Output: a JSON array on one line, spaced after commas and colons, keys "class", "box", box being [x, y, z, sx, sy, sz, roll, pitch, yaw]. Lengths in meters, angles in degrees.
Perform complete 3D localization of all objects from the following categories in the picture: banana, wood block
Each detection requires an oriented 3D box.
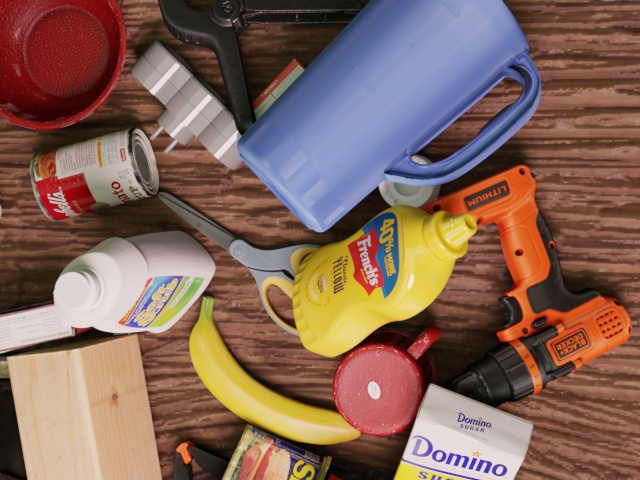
[{"class": "banana", "box": [-0.056, 0.139, 1.000, 0.198, 0.037, 0.070, 39, 100, 7]}, {"class": "wood block", "box": [-0.212, 0.198, 0.992, 0.090, 0.090, 0.206, -9, 90, 29]}]

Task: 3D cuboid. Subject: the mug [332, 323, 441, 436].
[{"class": "mug", "box": [0.064, 0.120, 0.955, 0.117, 0.081, 0.093, -44, 84, 8]}]

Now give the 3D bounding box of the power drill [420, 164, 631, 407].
[{"class": "power drill", "box": [0.157, 0.042, 0.929, 0.184, 0.057, 0.187, -24, 88, -13]}]

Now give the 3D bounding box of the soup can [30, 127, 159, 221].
[{"class": "soup can", "box": [-0.212, -0.063, 1.008, 0.102, 0.068, 0.068, -14, 89, 10]}]

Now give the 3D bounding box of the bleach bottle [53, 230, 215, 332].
[{"class": "bleach bottle", "box": [-0.167, 0.041, 0.910, 0.068, 0.250, 0.102, 44, 98, 6]}]

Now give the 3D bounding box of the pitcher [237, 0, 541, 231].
[{"class": "pitcher", "box": [0.056, -0.117, 0.904, 0.243, 0.149, 0.145, -44, 119, -1]}]

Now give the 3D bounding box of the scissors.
[{"class": "scissors", "box": [-0.057, 0.001, 1.008, 0.096, 0.016, 0.202, -41, 85, 7]}]

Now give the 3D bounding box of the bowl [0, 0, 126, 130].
[{"class": "bowl", "box": [-0.253, -0.184, 1.019, 0.162, 0.055, 0.162, 0, 91, 10]}]

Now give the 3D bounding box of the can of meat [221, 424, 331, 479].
[{"class": "can of meat", "box": [-0.049, 0.229, 0.972, 0.084, 0.057, 0.102, 24, 71, 0]}]

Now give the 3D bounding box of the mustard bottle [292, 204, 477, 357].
[{"class": "mustard bottle", "box": [0.056, 0.024, 0.899, 0.192, 0.058, 0.096, -31, 47, 41]}]

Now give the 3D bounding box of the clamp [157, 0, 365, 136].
[{"class": "clamp", "box": [-0.084, -0.195, 0.979, 0.210, 0.036, 0.164, 31, 77, 16]}]

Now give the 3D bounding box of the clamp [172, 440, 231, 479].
[{"class": "clamp", "box": [-0.095, 0.273, 1.006, 0.120, 0.039, 0.171, -39, 81, -11]}]

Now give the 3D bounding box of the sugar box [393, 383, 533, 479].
[{"class": "sugar box", "box": [0.112, 0.206, 0.918, 0.093, 0.048, 0.176, 20, 137, 9]}]

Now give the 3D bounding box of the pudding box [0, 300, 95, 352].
[{"class": "pudding box", "box": [-0.268, 0.078, 1.011, 0.113, 0.090, 0.039, -14, 89, 11]}]

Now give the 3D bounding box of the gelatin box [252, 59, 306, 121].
[{"class": "gelatin box", "box": [-0.017, -0.111, 0.991, 0.073, 0.030, 0.089, -45, 84, 7]}]
